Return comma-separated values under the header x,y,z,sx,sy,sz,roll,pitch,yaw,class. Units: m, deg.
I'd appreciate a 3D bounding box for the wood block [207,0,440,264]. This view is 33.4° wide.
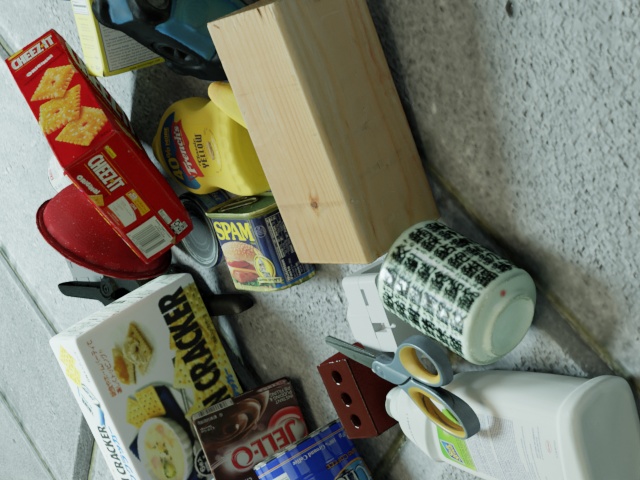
x,y,z,sx,sy,sz,roll,pitch,yaw,class
0.004,-0.093,0.834,0.091,0.090,0.206,0,116,51,wood block

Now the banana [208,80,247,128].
x,y,z,sx,sy,sz,roll,pitch,yaw,class
-0.023,-0.070,0.930,0.070,0.037,0.198,-35,93,37,banana

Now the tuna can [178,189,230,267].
x,y,z,sx,sy,sz,roll,pitch,yaw,class
-0.120,-0.015,1.134,0.086,0.033,0.086,33,136,40,tuna can

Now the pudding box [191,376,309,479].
x,y,z,sx,sy,sz,roll,pitch,yaw,class
-0.071,0.207,1.137,0.039,0.113,0.090,-152,42,-79,pudding box

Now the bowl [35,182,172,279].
x,y,z,sx,sy,sz,roll,pitch,yaw,class
-0.233,-0.025,1.199,0.162,0.161,0.055,43,119,31,bowl

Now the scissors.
x,y,z,sx,sy,sz,roll,pitch,yaw,class
0.054,0.092,0.862,0.202,0.016,0.096,33,147,46,scissors

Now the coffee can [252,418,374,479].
x,y,z,sx,sy,sz,roll,pitch,yaw,class
0.010,0.263,1.066,0.140,0.102,0.103,60,147,9,coffee can

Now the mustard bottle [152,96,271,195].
x,y,z,sx,sy,sz,roll,pitch,yaw,class
-0.114,-0.094,1.051,0.192,0.058,0.096,4,113,54,mustard bottle

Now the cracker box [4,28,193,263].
x,y,z,sx,sy,sz,roll,pitch,yaw,class
-0.227,-0.100,1.102,0.214,0.072,0.164,53,178,42,cracker box

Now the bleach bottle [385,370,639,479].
x,y,z,sx,sy,sz,roll,pitch,yaw,class
0.136,0.142,0.848,0.251,0.068,0.102,4,114,56,bleach bottle

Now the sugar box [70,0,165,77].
x,y,z,sx,sy,sz,roll,pitch,yaw,class
-0.198,-0.254,1.035,0.048,0.093,0.176,16,122,50,sugar box

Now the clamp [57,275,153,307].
x,y,z,sx,sy,sz,roll,pitch,yaw,class
-0.248,0.057,1.264,0.171,0.039,0.120,44,131,20,clamp

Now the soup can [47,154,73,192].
x,y,z,sx,sy,sz,roll,pitch,yaw,class
-0.283,-0.093,1.285,0.102,0.068,0.068,-24,91,58,soup can

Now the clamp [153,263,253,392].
x,y,z,sx,sy,sz,roll,pitch,yaw,class
-0.147,0.096,1.243,0.210,0.036,0.164,28,132,39,clamp

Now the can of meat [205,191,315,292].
x,y,z,sx,sy,sz,roll,pitch,yaw,class
-0.057,0.001,1.035,0.102,0.057,0.084,3,116,55,can of meat

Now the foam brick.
x,y,z,sx,sy,sz,roll,pitch,yaw,class
0.042,0.136,0.985,0.053,0.051,0.078,-23,91,57,foam brick
